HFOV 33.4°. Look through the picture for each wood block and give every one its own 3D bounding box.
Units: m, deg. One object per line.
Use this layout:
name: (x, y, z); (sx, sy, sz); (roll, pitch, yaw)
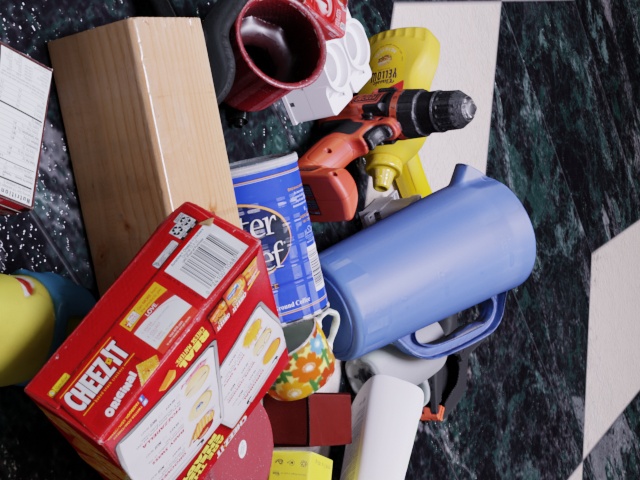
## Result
wood block: (-0.133, -0.065, 0.842); (0.090, 0.090, 0.206); (-18, 99, -59)

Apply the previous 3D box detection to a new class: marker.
marker: (-0.073, -0.164, 1.025); (0.020, 0.020, 0.121); (30, 59, -52)

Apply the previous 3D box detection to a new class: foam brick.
foam brick: (-0.011, 0.171, 1.022); (0.078, 0.053, 0.051); (13, 72, -57)

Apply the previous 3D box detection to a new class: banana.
banana: (0.106, -0.094, 1.283); (0.069, 0.037, 0.198); (-76, 147, -60)

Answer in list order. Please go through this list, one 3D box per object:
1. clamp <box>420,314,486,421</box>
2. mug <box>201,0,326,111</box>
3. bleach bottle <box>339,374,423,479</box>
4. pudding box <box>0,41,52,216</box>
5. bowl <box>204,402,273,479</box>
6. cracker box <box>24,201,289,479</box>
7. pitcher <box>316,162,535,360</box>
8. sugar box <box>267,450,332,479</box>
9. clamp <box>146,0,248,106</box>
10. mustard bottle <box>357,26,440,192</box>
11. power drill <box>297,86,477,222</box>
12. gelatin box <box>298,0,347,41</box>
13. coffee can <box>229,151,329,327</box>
clamp: (0.165, 0.136, 1.324); (0.164, 0.036, 0.210); (47, 48, -42)
mug: (-0.064, -0.170, 0.968); (0.117, 0.082, 0.093); (11, 71, -29)
bleach bottle: (0.043, 0.257, 1.026); (0.103, 0.068, 0.250); (110, -3, -49)
pudding box: (-0.234, -0.083, 0.734); (0.089, 0.039, 0.113); (28, 62, -53)
bowl: (-0.088, 0.174, 0.898); (0.161, 0.055, 0.162); (16, 71, -56)
cracker box: (-0.103, 0.093, 0.752); (0.164, 0.072, 0.214); (-53, 161, -20)
pitcher: (0.097, 0.039, 1.093); (0.242, 0.145, 0.149); (-24, 65, -32)
sugar box: (-0.024, 0.281, 0.957); (0.093, 0.048, 0.176); (49, 43, -69)
clamp: (-0.119, -0.176, 0.906); (0.039, 0.120, 0.171); (18, 86, -78)
mustard bottle: (0.078, -0.142, 1.188); (0.058, 0.096, 0.191); (38, 53, -49)
power drill: (0.043, -0.090, 1.058); (0.187, 0.185, 0.057); (-46, 122, -40)
gelatin box: (-0.003, -0.247, 1.025); (0.073, 0.030, 0.089); (29, 59, -52)
coffee can: (-0.056, 0.001, 0.938); (0.102, 0.103, 0.140); (-25, 105, -57)
